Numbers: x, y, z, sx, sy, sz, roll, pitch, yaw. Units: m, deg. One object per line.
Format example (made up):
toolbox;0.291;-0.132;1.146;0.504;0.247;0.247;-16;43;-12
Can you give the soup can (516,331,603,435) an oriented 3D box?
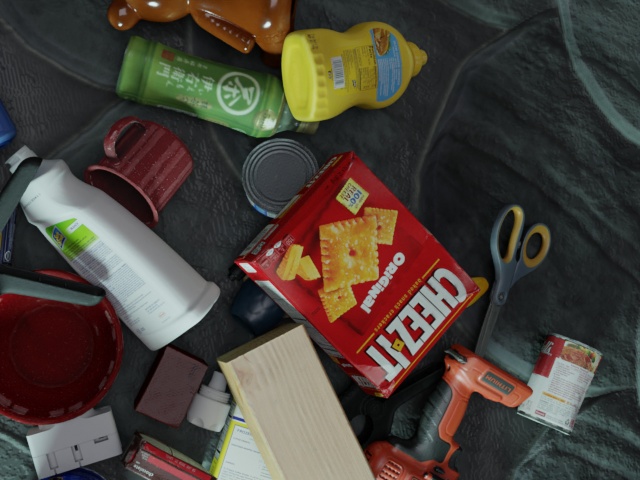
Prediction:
soup can;0.277;0.166;1.237;0.068;0.068;0.102;24;85;-10

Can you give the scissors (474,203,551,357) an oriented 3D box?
scissors;0.223;0.058;1.245;0.096;0.016;0.202;3;96;-32

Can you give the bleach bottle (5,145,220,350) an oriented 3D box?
bleach bottle;-0.226;-0.002;1.117;0.103;0.068;0.250;-35;104;34

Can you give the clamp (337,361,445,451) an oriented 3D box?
clamp;0.066;0.185;1.210;0.120;0.039;0.171;23;92;-12

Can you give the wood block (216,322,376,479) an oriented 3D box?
wood block;-0.022;0.199;1.121;0.090;0.090;0.206;-26;92;-13

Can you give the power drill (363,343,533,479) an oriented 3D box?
power drill;0.158;0.226;1.203;0.184;0.057;0.187;33;88;-23

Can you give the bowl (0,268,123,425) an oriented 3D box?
bowl;-0.287;0.112;1.126;0.162;0.055;0.162;0;85;-5

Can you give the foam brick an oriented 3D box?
foam brick;-0.162;0.157;1.158;0.053;0.051;0.078;28;84;-11

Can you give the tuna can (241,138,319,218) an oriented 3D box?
tuna can;-0.044;-0.068;1.184;0.086;0.034;0.086;0;78;-1

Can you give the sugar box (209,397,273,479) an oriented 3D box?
sugar box;-0.065;0.230;1.180;0.093;0.048;0.176;20;81;-11

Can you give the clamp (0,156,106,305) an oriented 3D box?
clamp;-0.331;0.031;1.071;0.210;0.036;0.164;-28;109;2

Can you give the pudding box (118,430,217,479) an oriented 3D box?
pudding box;-0.163;0.239;1.125;0.090;0.114;0.039;31;80;-9

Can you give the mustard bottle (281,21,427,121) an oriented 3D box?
mustard bottle;0.047;-0.191;1.178;0.191;0.058;0.096;-16;104;-38

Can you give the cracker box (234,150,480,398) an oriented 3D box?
cracker box;0.042;0.037;1.140;0.213;0.072;0.164;46;76;-13

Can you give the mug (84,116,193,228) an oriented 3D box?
mug;-0.192;-0.080;1.122;0.081;0.093;0.117;-55;143;-29

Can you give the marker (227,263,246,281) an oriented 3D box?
marker;-0.058;0.002;1.197;0.121;0.020;0.020;-44;97;-9
